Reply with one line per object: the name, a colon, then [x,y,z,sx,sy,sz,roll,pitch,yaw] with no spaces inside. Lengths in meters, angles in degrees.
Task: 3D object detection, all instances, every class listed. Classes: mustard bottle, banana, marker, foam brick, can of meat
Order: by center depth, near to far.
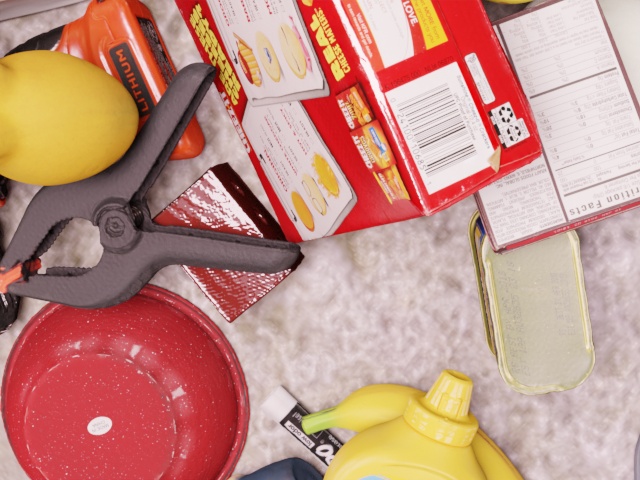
mustard bottle: [0.043,0.161,0.599,0.096,0.058,0.192,20,102,-2]
can of meat: [0.118,0.029,0.599,0.057,0.084,0.102,-9,96,7]
foam brick: [-0.054,0.001,0.629,0.051,0.053,0.078,-39,92,9]
banana: [0.084,0.147,0.642,0.198,0.037,0.070,41,105,0]
marker: [0.013,0.136,0.656,0.121,0.020,0.020,43,99,-1]

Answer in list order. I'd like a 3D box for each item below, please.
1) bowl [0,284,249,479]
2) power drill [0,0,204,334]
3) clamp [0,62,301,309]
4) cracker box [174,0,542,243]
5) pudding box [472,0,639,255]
bowl: [-0.127,0.108,0.649,0.162,0.055,0.162,1,97,6]
power drill: [-0.168,-0.051,0.632,0.188,0.057,0.184,-21,97,7]
clamp: [-0.106,-0.022,0.587,0.171,0.039,0.120,-16,89,11]
cracker box: [0.006,-0.090,0.529,0.072,0.214,0.164,-26,94,-17]
pudding box: [0.112,-0.059,0.536,0.090,0.039,0.113,-19,85,7]
